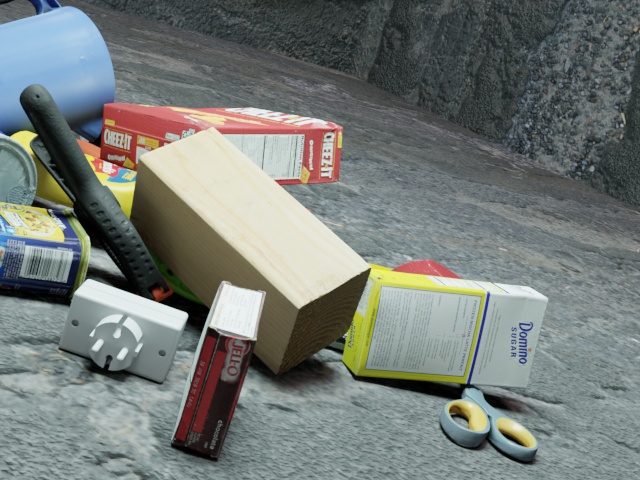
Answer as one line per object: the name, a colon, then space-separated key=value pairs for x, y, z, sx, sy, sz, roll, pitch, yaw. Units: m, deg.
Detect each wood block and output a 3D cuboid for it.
wood block: x=-0.066 y=0.005 z=0.931 sx=0.090 sy=0.091 sz=0.206 roll=-28 pitch=59 yaw=-37

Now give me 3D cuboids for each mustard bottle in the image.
mustard bottle: x=-0.220 y=-0.052 z=1.064 sx=0.191 sy=0.058 sz=0.096 roll=19 pitch=10 yaw=1

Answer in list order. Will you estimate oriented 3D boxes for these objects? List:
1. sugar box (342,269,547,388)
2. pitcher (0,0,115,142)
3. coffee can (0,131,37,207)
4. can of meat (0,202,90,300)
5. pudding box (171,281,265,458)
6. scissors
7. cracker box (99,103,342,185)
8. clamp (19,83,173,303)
sugar box: x=0.115 y=0.082 z=0.982 sx=0.176 sy=0.093 sz=0.048 roll=7 pitch=12 yaw=-22
pitcher: x=-0.351 y=-0.166 z=1.109 sx=0.242 sy=0.145 sz=0.149 roll=-23 pitch=50 yaw=-37
coffee can: x=-0.337 y=-0.071 z=0.966 sx=0.102 sy=0.103 sz=0.140 roll=4 pitch=21 yaw=-47
can of meat: x=-0.248 y=0.006 z=0.895 sx=0.083 sy=0.057 sz=0.102 roll=9 pitch=17 yaw=-29
pudding box: x=-0.070 y=0.088 z=0.755 sx=0.039 sy=0.090 sz=0.113 roll=18 pitch=14 yaw=-6
scissors: x=0.156 y=0.153 z=0.974 sx=0.096 sy=0.016 sz=0.201 roll=24 pitch=14 yaw=10
cracker box: x=-0.106 y=-0.107 z=1.167 sx=0.164 sy=0.072 sz=0.213 roll=17 pitch=16 yaw=41
clamp: x=-0.199 y=-0.036 z=0.931 sx=0.210 sy=0.036 sz=0.165 roll=54 pitch=-14 yaw=8
